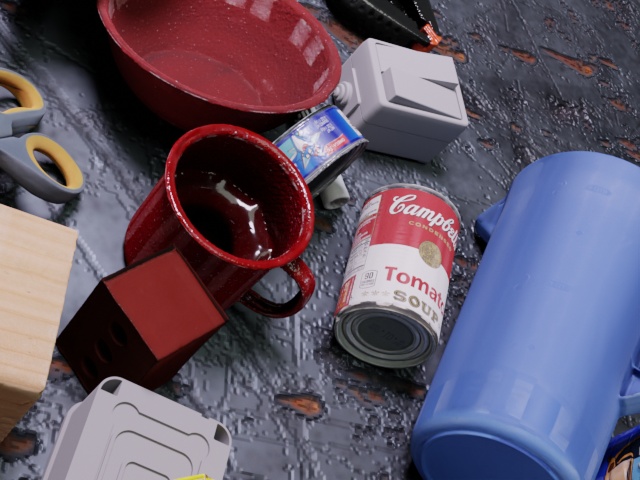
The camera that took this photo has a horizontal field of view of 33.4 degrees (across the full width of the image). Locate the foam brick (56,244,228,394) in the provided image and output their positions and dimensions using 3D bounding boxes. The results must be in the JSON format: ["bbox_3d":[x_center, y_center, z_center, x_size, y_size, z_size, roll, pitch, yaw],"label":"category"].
[{"bbox_3d":[-0.096,0.048,0.565,0.051,0.078,0.053,-30,79,-42],"label":"foam brick"}]

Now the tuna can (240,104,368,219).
[{"bbox_3d":[-0.012,-0.047,0.679,0.034,0.086,0.086,50,47,4],"label":"tuna can"}]

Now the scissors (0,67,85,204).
[{"bbox_3d":[-0.173,-0.042,0.552,0.096,0.016,0.201,52,15,-15],"label":"scissors"}]

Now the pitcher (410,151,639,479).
[{"bbox_3d":[0.159,0.064,0.692,0.145,0.149,0.242,40,50,-9],"label":"pitcher"}]

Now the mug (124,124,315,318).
[{"bbox_3d":[-0.054,0.001,0.622,0.117,0.082,0.093,41,47,-6],"label":"mug"}]

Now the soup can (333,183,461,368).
[{"bbox_3d":[0.050,0.023,0.690,0.068,0.069,0.102,29,50,-16],"label":"soup can"}]

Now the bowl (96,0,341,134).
[{"bbox_3d":[-0.070,-0.116,0.688,0.162,0.055,0.162,16,40,-14],"label":"bowl"}]

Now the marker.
[{"bbox_3d":[-0.008,-0.078,0.748,0.020,0.020,0.121,-4,64,-36],"label":"marker"}]

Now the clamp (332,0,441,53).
[{"bbox_3d":[0.015,-0.229,0.849,0.164,0.036,0.210,-24,78,-42],"label":"clamp"}]
